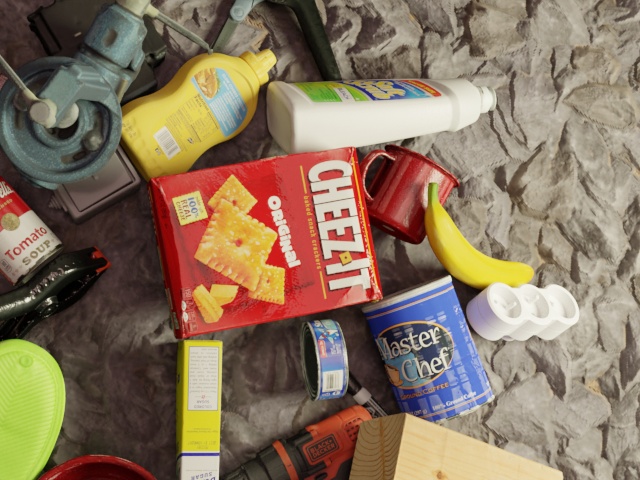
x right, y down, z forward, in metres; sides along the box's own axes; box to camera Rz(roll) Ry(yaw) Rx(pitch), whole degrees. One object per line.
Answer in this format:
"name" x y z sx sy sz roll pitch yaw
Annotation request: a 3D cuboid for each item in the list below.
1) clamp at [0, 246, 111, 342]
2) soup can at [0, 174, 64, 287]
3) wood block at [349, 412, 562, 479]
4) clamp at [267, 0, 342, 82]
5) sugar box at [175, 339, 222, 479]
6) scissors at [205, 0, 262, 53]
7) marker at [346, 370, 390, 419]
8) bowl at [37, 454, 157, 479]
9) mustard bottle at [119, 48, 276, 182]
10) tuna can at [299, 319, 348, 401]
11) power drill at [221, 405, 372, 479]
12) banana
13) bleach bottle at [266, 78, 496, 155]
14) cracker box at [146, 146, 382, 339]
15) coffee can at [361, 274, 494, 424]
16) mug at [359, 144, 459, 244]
"clamp" -0.291 0.058 1.080 0.171 0.120 0.039 -42 79 -16
"soup can" -0.323 -0.010 1.102 0.068 0.068 0.102 -42 93 -12
"wood block" 0.142 0.258 1.114 0.205 0.090 0.090 24 64 -22
"clamp" -0.012 -0.300 1.195 0.210 0.036 0.164 40 77 -14
"sugar box" -0.128 0.192 1.103 0.048 0.093 0.176 4 83 -10
"scissors" -0.102 -0.273 1.197 0.201 0.016 0.096 -45 96 -13
"marker" 0.062 0.190 1.176 0.020 0.020 0.121 -44 93 -12
"bowl" -0.227 0.292 1.086 0.162 0.055 0.162 0 92 -8
"mustard bottle" -0.126 -0.146 1.151 0.191 0.058 0.096 -38 121 -13
"tuna can" 0.003 0.127 1.138 0.033 0.086 0.086 -5 85 -13
"power drill" 0.005 0.292 1.134 0.184 0.057 0.187 -26 89 -12
"banana" 0.169 0.016 1.164 0.197 0.037 0.069 38 78 -37
"bleach bottle" 0.073 -0.147 1.185 0.250 0.103 0.068 -9 120 -18
"cracker box" -0.057 0.001 1.087 0.213 0.072 0.164 -10 89 -12
"coffee can" 0.115 0.120 1.151 0.102 0.103 0.140 -20 88 -12
"mug" 0.085 -0.053 1.167 0.117 0.093 0.081 33 83 -36
